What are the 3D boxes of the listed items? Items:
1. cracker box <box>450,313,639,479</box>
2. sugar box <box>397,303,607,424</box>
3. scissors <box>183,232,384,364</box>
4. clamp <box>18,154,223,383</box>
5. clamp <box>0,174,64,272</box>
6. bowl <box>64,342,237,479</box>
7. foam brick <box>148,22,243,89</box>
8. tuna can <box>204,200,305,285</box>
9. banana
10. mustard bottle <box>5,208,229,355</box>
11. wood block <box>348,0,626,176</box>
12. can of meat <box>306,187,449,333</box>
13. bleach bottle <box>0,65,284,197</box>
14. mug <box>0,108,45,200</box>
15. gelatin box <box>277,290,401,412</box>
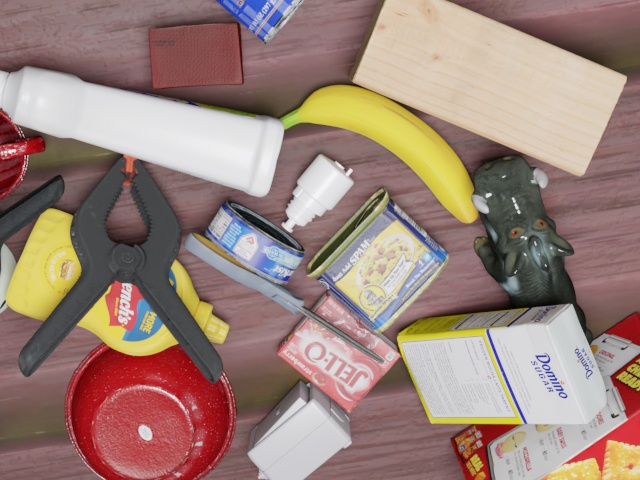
[{"bbox_3d":[0.227,0.170,0.921,0.214,0.164,0.072,-36,101,6],"label":"cracker box"},{"bbox_3d":[0.152,0.108,0.914,0.177,0.048,0.093,-11,106,48],"label":"sugar box"},{"bbox_3d":[-0.036,0.045,0.946,0.201,0.096,0.016,32,95,-19],"label":"scissors"},{"bbox_3d":[-0.156,0.027,0.907,0.164,0.036,0.210,11,63,-14],"label":"clamp"},{"bbox_3d":[-0.300,-0.008,0.870,0.120,0.039,0.171,32,96,-10],"label":"clamp"},{"bbox_3d":[-0.159,0.167,0.975,0.162,0.055,0.162,0,101,-1],"label":"bowl"},{"bbox_3d":[-0.105,-0.158,0.917,0.078,0.051,0.053,-3,100,0],"label":"foam brick"},{"bbox_3d":[-0.056,0.001,0.929,0.086,0.086,0.034,33,97,-6],"label":"tuna can"},{"bbox_3d":[0.064,-0.085,0.938,0.198,0.037,0.070,29,136,-3],"label":"banana"},{"bbox_3d":[-0.173,0.049,0.949,0.191,0.058,0.096,22,77,-5],"label":"mustard bottle"},{"bbox_3d":[0.136,-0.137,0.901,0.206,0.091,0.090,22,100,-4],"label":"wood block"},{"bbox_3d":[0.052,0.019,0.947,0.084,0.057,0.102,42,98,-9],"label":"can of meat"},{"bbox_3d":[-0.160,-0.099,0.897,0.250,0.102,0.068,14,95,-7],"label":"bleach bottle"},{"bbox_3d":[-0.295,-0.072,0.917,0.117,0.081,0.093,-7,100,1],"label":"mug"},{"bbox_3d":[0.017,0.102,0.976,0.089,0.030,0.073,41,98,-7],"label":"gelatin box"}]
